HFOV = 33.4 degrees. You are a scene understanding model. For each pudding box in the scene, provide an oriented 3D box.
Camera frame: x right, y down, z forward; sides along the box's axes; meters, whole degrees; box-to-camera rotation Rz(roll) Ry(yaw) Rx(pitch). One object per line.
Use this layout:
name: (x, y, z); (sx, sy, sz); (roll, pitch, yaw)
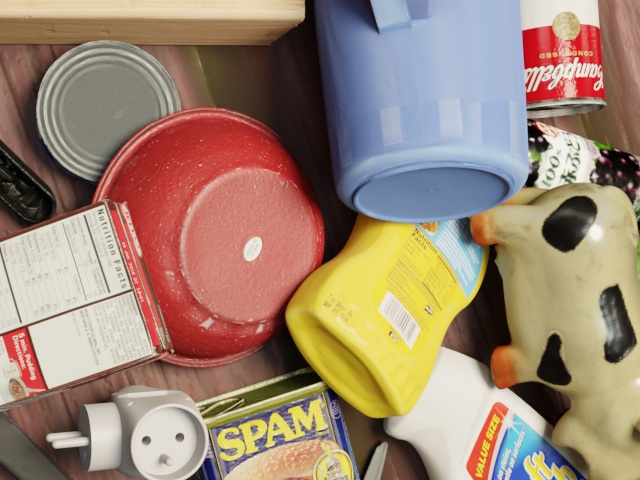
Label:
pudding box: (-0.147, 0.037, 0.585); (0.113, 0.039, 0.090); (-19, 84, 6)

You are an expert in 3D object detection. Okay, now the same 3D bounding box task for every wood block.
wood block: (-0.121, -0.167, 0.627); (0.205, 0.090, 0.091); (-3, 90, -17)

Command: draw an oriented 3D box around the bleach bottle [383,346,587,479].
bleach bottle: (0.122, 0.163, 0.706); (0.250, 0.068, 0.102); (43, 77, -9)

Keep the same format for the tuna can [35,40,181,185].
tuna can: (-0.130, -0.076, 0.650); (0.086, 0.034, 0.086); (0, 88, -17)

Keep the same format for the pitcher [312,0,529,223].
pitcher: (0.052, -0.142, 0.614); (0.149, 0.145, 0.243); (7, 69, -27)

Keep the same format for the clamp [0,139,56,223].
clamp: (-0.217, -0.073, 0.603); (0.039, 0.120, 0.171); (-34, 75, 7)

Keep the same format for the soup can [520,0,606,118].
soup can: (0.154, -0.137, 0.718); (0.068, 0.069, 0.102); (-3, 89, -17)

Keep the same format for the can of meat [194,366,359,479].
can of meat: (-0.030, 0.134, 0.664); (0.102, 0.057, 0.084); (-16, 95, -17)

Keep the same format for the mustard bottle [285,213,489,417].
mustard bottle: (0.058, 0.011, 0.670); (0.096, 0.058, 0.191); (49, 53, -18)

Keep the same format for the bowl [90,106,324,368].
bowl: (-0.054, 0.001, 0.638); (0.161, 0.055, 0.162); (-3, 96, -32)
